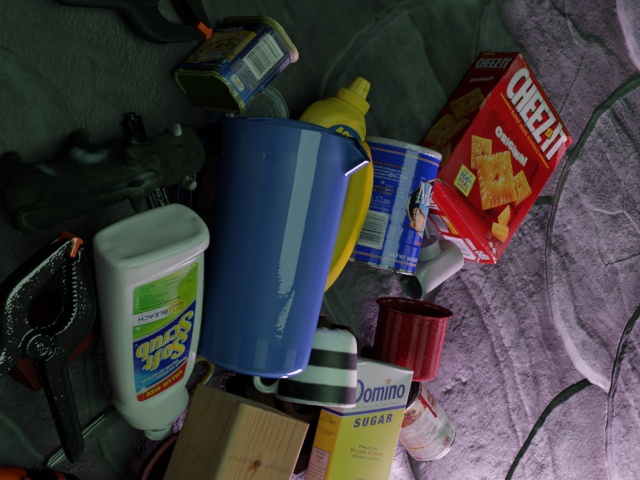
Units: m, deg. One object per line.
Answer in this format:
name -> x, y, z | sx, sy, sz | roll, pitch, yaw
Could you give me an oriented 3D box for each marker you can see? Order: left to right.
marker -> -0.169, -0.069, 1.055 | 0.020, 0.020, 0.121 | -30, 115, -32

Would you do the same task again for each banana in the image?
banana -> 0.014, -0.008, 1.133 | 0.198, 0.037, 0.069 | -61, 147, -1

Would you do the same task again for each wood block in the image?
wood block -> -0.100, 0.258, 1.051 | 0.090, 0.090, 0.206 | 25, 82, -38

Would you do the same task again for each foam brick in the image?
foam brick -> -0.258, 0.092, 0.988 | 0.078, 0.053, 0.051 | -44, 122, -26

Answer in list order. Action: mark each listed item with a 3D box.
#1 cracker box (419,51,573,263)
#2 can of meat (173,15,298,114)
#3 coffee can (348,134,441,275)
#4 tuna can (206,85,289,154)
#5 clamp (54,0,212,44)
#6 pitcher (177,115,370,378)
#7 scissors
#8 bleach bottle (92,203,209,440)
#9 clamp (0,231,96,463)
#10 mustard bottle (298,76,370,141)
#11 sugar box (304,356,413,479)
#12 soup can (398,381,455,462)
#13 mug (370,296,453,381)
cracker box -> 0.211, -0.103, 1.327 | 0.213, 0.072, 0.164 | -55, 127, -19
can of meat -> -0.085, -0.173, 1.052 | 0.084, 0.102, 0.057 | -49, 124, -20
coffee can -> 0.072, -0.040, 1.204 | 0.102, 0.103, 0.140 | 13, 90, -40
tuna can -> -0.075, -0.124, 1.113 | 0.085, 0.034, 0.086 | -8, 103, -38
clamp -> -0.168, -0.250, 1.011 | 0.171, 0.039, 0.120 | 22, 88, -45
pitcher -> -0.057, 0.001, 1.035 | 0.144, 0.149, 0.243 | 7, 96, -28
scissors -> -0.194, 0.146, 1.075 | 0.201, 0.016, 0.096 | -21, 109, -35
bleach bottle -> -0.153, 0.091, 1.006 | 0.102, 0.068, 0.251 | -22, 135, -27
clamp -> -0.260, 0.092, 0.927 | 0.164, 0.036, 0.210 | 11, 97, -39
mustard bottle -> -0.002, -0.090, 1.141 | 0.191, 0.058, 0.096 | -60, 145, -3
sugar box -> 0.041, 0.220, 1.187 | 0.093, 0.048, 0.176 | 15, 89, -38
soup can -> 0.115, 0.216, 1.308 | 0.068, 0.069, 0.102 | -52, 126, -20
mug -> 0.108, 0.116, 1.282 | 0.117, 0.093, 0.081 | -23, 124, -74
